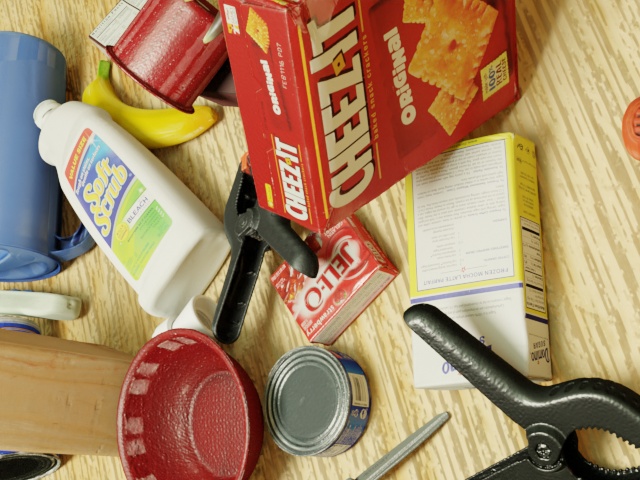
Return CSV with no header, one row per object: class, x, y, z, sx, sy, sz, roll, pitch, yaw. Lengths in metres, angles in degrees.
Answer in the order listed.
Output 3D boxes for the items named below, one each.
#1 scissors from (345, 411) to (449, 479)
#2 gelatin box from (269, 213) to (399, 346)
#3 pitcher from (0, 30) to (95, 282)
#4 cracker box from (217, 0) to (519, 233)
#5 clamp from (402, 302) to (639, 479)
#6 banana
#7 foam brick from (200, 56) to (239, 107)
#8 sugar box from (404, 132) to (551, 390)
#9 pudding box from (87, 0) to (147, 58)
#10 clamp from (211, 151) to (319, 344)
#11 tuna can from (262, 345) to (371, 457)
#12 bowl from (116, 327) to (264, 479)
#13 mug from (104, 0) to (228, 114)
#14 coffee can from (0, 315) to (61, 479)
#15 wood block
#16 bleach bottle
scissors,0.010,0.190,0.815,0.201,0.016,0.096,-46,19,-5
gelatin box,0.009,0.028,0.855,0.089,0.030,0.073,-48,54,19
pitcher,-0.312,-0.085,1.087,0.145,0.149,0.243,-21,62,49
cracker box,0.044,-0.128,0.718,0.072,0.213,0.164,26,138,39
clamp,0.144,0.119,0.690,0.210,0.036,0.164,-2,107,33
banana,-0.179,-0.124,1.039,0.198,0.037,0.069,28,96,39
foam brick,-0.072,-0.149,0.951,0.078,0.051,0.053,8,84,39
sugar box,0.112,0.017,0.768,0.094,0.048,0.176,-11,76,36
pudding box,-0.160,-0.201,1.030,0.090,0.039,0.114,-50,50,-3
clamp,-0.056,0.001,0.885,0.120,0.039,0.171,-40,37,23
tuna can,-0.003,0.127,0.836,0.086,0.033,0.086,-11,72,36
bowl,-0.098,0.153,0.883,0.162,0.055,0.162,-5,83,42
mug,-0.122,-0.171,0.914,0.081,0.093,0.117,-51,17,11
coffee can,-0.312,0.157,1.028,0.103,0.102,0.140,-30,62,29
wood block,-0.250,0.129,0.919,0.091,0.205,0.090,11,85,40
bleach bottle,-0.191,-0.045,0.985,0.251,0.068,0.103,42,105,28
